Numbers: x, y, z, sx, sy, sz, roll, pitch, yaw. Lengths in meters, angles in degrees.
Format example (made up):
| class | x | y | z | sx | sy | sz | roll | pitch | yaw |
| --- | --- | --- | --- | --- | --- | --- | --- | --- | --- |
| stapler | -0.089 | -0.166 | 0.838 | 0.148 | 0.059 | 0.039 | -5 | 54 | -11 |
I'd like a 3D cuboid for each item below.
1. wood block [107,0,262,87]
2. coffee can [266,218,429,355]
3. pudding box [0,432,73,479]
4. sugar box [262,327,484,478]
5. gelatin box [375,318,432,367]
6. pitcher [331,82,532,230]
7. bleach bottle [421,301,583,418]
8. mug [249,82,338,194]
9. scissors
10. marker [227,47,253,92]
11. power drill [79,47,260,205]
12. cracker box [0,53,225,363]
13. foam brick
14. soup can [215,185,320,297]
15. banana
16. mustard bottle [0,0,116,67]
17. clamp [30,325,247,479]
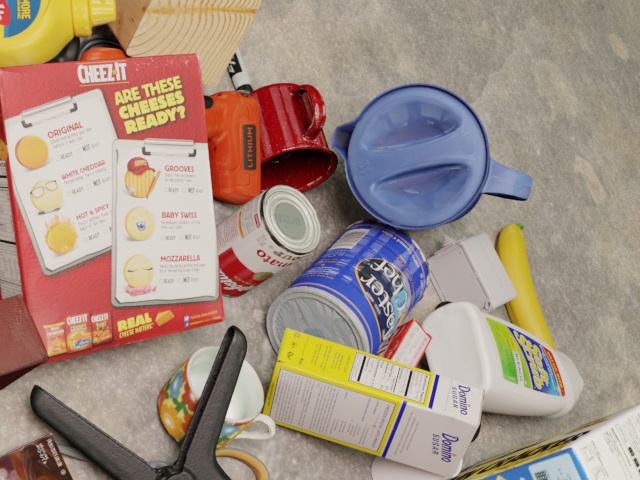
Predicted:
| class | x | y | z | sx | sy | sz | roll | pitch | yaw |
| --- | --- | --- | --- | --- | --- | --- | --- | --- | --- |
| wood block | -0.145 | -0.231 | 0.947 | 0.090 | 0.090 | 0.206 | 18 | 23 | -37 |
| coffee can | 0.028 | 0.056 | 1.000 | 0.103 | 0.103 | 0.140 | 53 | 41 | -6 |
| pudding box | -0.205 | 0.202 | 0.733 | 0.089 | 0.039 | 0.113 | -22 | 82 | -48 |
| sugar box | 0.043 | 0.140 | 0.913 | 0.176 | 0.093 | 0.048 | 16 | 48 | 1 |
| gelatin box | 0.058 | 0.120 | 1.013 | 0.030 | 0.073 | 0.089 | 49 | 42 | -11 |
| pitcher | 0.118 | -0.070 | 1.073 | 0.149 | 0.145 | 0.242 | 59 | 9 | 7 |
| bleach bottle | 0.204 | 0.131 | 1.110 | 0.250 | 0.068 | 0.102 | 16 | 54 | -50 |
| mug | -0.032 | -0.106 | 1.035 | 0.093 | 0.117 | 0.081 | 0 | 61 | -32 |
| scissors | -0.118 | 0.201 | 0.835 | 0.201 | 0.016 | 0.096 | 9 | 58 | -41 |
| marker | -0.089 | -0.186 | 1.098 | 0.020 | 0.020 | 0.121 | -5 | 70 | -46 |
| power drill | -0.132 | -0.068 | 0.933 | 0.187 | 0.057 | 0.184 | -2 | 93 | -52 |
| cracker box | -0.166 | -0.028 | 0.813 | 0.163 | 0.072 | 0.214 | -11 | 100 | -36 |
| foam brick | -0.238 | 0.078 | 0.747 | 0.052 | 0.078 | 0.051 | -17 | 80 | -48 |
| soup can | -0.056 | 0.001 | 0.952 | 0.068 | 0.102 | 0.068 | 24 | 51 | -33 |
| banana | 0.240 | 0.056 | 1.257 | 0.069 | 0.037 | 0.198 | 15 | 56 | -37 |
| mustard bottle | -0.256 | -0.176 | 0.831 | 0.191 | 0.058 | 0.096 | -4 | 60 | -9 |
| clamp | -0.104 | 0.174 | 0.803 | 0.164 | 0.036 | 0.210 | -23 | 97 | -15 |
